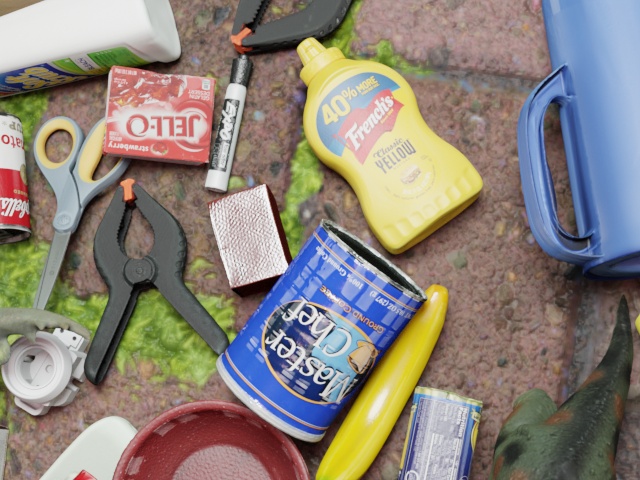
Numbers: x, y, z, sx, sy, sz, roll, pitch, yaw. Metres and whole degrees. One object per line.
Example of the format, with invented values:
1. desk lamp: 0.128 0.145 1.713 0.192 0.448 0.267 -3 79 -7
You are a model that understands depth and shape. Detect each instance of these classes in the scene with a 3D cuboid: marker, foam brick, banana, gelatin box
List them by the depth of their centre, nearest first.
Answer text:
1. banana: 0.049 0.126 0.842 0.037 0.070 0.197 31 72 2
2. foam brick: -0.056 0.001 0.881 0.053 0.051 0.078 -16 79 3
3. gelatin box: -0.135 -0.104 0.899 0.089 0.030 0.073 6 87 -15
4. marker: -0.077 -0.102 0.916 0.020 0.020 0.121 10 82 7

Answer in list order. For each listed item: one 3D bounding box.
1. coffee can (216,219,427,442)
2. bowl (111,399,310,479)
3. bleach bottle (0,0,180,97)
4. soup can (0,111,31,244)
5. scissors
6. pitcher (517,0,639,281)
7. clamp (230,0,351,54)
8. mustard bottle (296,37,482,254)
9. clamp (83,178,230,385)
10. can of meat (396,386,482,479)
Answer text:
1. coffee can: 0.001 0.069 0.826 0.103 0.102 0.140 38 98 10
2. bowl: -0.083 0.208 0.848 0.162 0.055 0.162 -1 81 5
3. bleach bottle: -0.254 -0.158 0.912 0.251 0.102 0.068 -15 84 9
4. soup can: -0.283 -0.052 0.903 0.068 0.068 0.102 -8 80 4
5. scissors: -0.227 -0.028 0.900 0.096 0.016 0.201 22 70 16
6. pitcher: 0.238 -0.094 0.830 0.145 0.149 0.243 -17 74 31
7. clamp: -0.001 -0.245 0.923 0.210 0.036 0.164 -36 80 -1
8. mustard bottle: 0.042 -0.090 0.884 0.096 0.058 0.192 -36 79 -2
9. clamp: -0.155 0.037 0.890 0.120 0.039 0.171 -18 74 -8
10. can of meat: 0.089 0.160 0.817 0.057 0.102 0.084 11 80 6
